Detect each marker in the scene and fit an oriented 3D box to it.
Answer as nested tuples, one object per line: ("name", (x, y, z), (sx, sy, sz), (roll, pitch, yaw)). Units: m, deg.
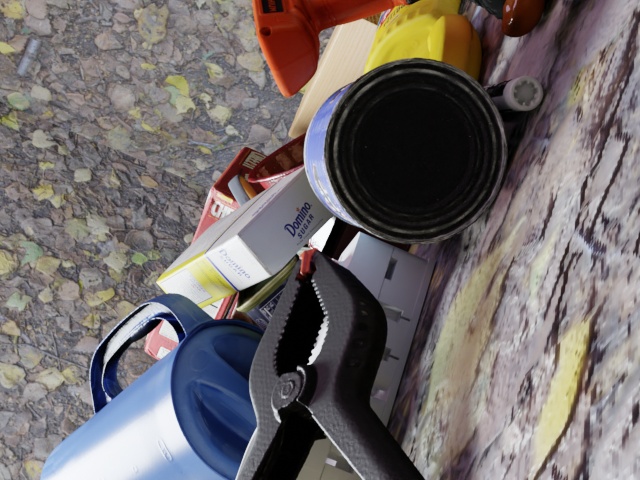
("marker", (0.106, -0.085, 0.634), (0.121, 0.020, 0.020), (-131, 64, -83))

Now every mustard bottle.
("mustard bottle", (0.091, -0.210, 1.003), (0.096, 0.058, 0.191), (-44, 17, 31))

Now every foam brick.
("foam brick", (0.037, -0.004, 0.789), (0.053, 0.051, 0.078), (-104, 37, -79))

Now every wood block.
("wood block", (0.046, -0.192, 1.195), (0.206, 0.090, 0.090), (120, 171, -52))

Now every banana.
("banana", (0.096, -0.135, 0.811), (0.197, 0.037, 0.070), (-77, 12, -56))

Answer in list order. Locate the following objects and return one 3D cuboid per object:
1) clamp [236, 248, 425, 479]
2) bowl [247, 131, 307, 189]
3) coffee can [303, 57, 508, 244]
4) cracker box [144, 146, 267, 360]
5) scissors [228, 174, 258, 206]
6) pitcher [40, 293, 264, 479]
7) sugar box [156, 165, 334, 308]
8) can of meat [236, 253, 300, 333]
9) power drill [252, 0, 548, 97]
("clamp", (0.003, 0.085, 0.553), (0.165, 0.036, 0.210), (-28, 39, 39))
("bowl", (0.017, -0.071, 0.970), (0.162, 0.055, 0.162), (-26, 14, 7))
("coffee can", (0.046, -0.053, 0.650), (0.140, 0.102, 0.103), (-140, 73, -83))
("cracker box", (-0.114, 0.019, 1.190), (0.164, 0.072, 0.214), (-71, 6, -68))
("scissors", (-0.020, 0.024, 0.935), (0.016, 0.202, 0.096), (-38, -24, 8))
("pitcher", (-0.128, 0.159, 0.852), (0.243, 0.144, 0.149), (-35, 39, 40))
("sugar box", (-0.055, 0.001, 0.820), (0.093, 0.048, 0.177), (-46, 12, -27))
("can of meat", (-0.014, 0.055, 0.802), (0.057, 0.084, 0.102), (-42, 8, 3))
("power drill", (0.050, -0.162, 0.719), (0.184, 0.187, 0.057), (-102, -10, -61))
